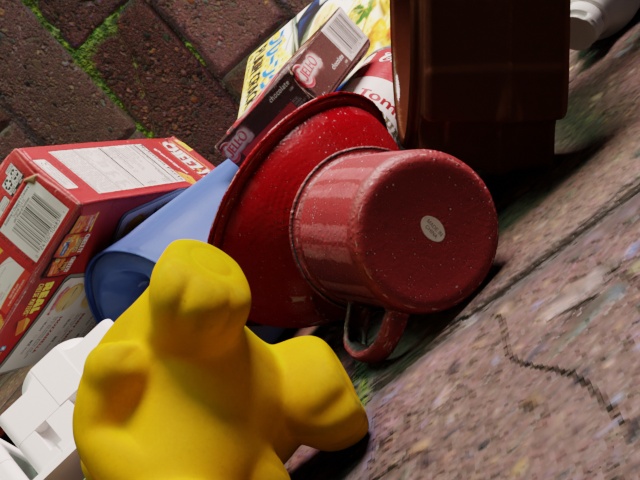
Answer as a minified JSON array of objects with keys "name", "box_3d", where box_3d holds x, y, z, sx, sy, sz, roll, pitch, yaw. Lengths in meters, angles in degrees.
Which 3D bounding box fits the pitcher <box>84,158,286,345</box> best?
[{"name":"pitcher","box_3d":[-0.055,0.001,0.800,0.242,0.149,0.145,-45,-29,-40]}]

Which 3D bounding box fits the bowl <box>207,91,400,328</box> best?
[{"name":"bowl","box_3d":[0.007,-0.005,0.642,0.161,0.055,0.162,-35,-37,-32]}]

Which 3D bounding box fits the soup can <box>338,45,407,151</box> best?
[{"name":"soup can","box_3d":[0.040,-0.090,0.775,0.069,0.068,0.102,-34,13,42]}]

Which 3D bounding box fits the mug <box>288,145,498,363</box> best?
[{"name":"mug","box_3d":[0.036,0.006,0.554,0.082,0.093,0.117,-175,102,-71]}]

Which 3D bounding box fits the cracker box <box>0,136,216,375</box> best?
[{"name":"cracker box","box_3d":[-0.180,0.006,0.798,0.164,0.072,0.213,-55,-13,19]}]

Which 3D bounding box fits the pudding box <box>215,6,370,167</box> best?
[{"name":"pudding box","box_3d":[-0.018,-0.106,0.756,0.090,0.039,0.113,-40,10,37]}]
